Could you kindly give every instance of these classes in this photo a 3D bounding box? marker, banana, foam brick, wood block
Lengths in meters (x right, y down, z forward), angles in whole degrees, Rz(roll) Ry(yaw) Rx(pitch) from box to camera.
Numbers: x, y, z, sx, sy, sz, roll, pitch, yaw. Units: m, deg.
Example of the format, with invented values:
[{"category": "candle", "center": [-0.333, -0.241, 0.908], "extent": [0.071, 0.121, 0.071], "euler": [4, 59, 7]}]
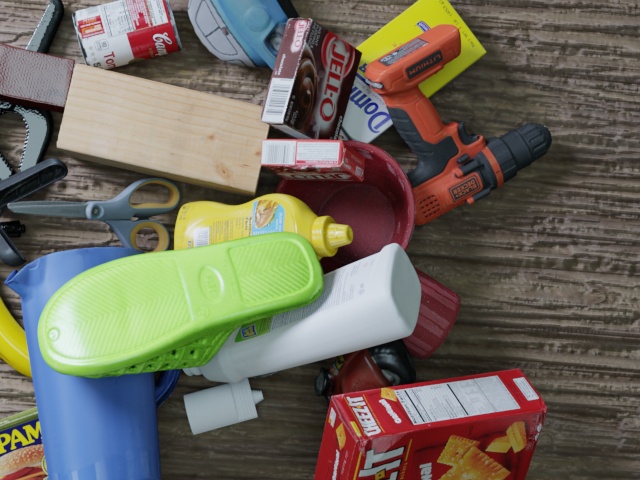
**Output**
[{"category": "marker", "center": [-0.376, -0.011, 1.137], "extent": [0.121, 0.020, 0.020], "euler": [-2, 88, -4]}, {"category": "banana", "center": [-0.325, 0.089, 1.131], "extent": [0.198, 0.037, 0.069], "euler": [44, 56, -4]}, {"category": "foam brick", "center": [-0.297, -0.166, 1.100], "extent": [0.078, 0.051, 0.053], "euler": [11, 87, -17]}, {"category": "wood block", "center": [-0.160, -0.113, 1.121], "extent": [0.206, 0.091, 0.090], "euler": [12, 86, -3]}]

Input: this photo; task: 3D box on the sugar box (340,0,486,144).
[{"category": "sugar box", "center": [0.083, -0.185, 1.164], "extent": [0.176, 0.048, 0.093], "euler": [-38, 91, -6]}]

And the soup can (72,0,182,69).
[{"category": "soup can", "center": [-0.204, -0.223, 1.134], "extent": [0.102, 0.068, 0.068], "euler": [-15, 89, -4]}]

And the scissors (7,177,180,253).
[{"category": "scissors", "center": [-0.224, -0.013, 1.095], "extent": [0.201, 0.016, 0.096], "euler": [-19, 111, -42]}]

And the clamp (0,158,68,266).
[{"category": "clamp", "center": [-0.342, -0.025, 1.087], "extent": [0.172, 0.039, 0.120], "euler": [-5, 52, 27]}]

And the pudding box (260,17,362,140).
[{"category": "pudding box", "center": [-0.009, -0.159, 1.093], "extent": [0.039, 0.089, 0.113], "euler": [14, 85, 41]}]

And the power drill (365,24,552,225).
[{"category": "power drill", "center": [0.143, -0.129, 1.131], "extent": [0.184, 0.057, 0.187], "euler": [-30, 113, -7]}]

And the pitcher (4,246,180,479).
[{"category": "pitcher", "center": [-0.218, 0.133, 1.075], "extent": [0.149, 0.145, 0.243], "euler": [-9, 80, 1]}]

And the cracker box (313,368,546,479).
[{"category": "cracker box", "center": [0.107, 0.223, 1.071], "extent": [0.213, 0.072, 0.164], "euler": [-5, 125, -22]}]

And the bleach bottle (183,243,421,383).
[{"category": "bleach bottle", "center": [-0.027, 0.084, 1.069], "extent": [0.251, 0.102, 0.068], "euler": [-19, 116, 22]}]

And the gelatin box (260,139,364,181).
[{"category": "gelatin box", "center": [-0.007, -0.080, 1.086], "extent": [0.089, 0.073, 0.030], "euler": [3, 82, 20]}]

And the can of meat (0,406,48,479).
[{"category": "can of meat", "center": [-0.307, 0.223, 1.114], "extent": [0.102, 0.057, 0.084], "euler": [-19, 92, -4]}]

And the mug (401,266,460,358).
[{"category": "mug", "center": [0.089, 0.082, 1.138], "extent": [0.081, 0.093, 0.117], "euler": [31, 109, -7]}]

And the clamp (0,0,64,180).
[{"category": "clamp", "center": [-0.330, -0.156, 1.138], "extent": [0.164, 0.036, 0.210], "euler": [-18, 91, -7]}]

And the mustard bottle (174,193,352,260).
[{"category": "mustard bottle", "center": [-0.057, 0.001, 1.098], "extent": [0.192, 0.058, 0.096], "euler": [-5, 80, 26]}]

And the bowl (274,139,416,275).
[{"category": "bowl", "center": [0.029, -0.022, 1.133], "extent": [0.162, 0.055, 0.162], "euler": [-4, 79, 19]}]
